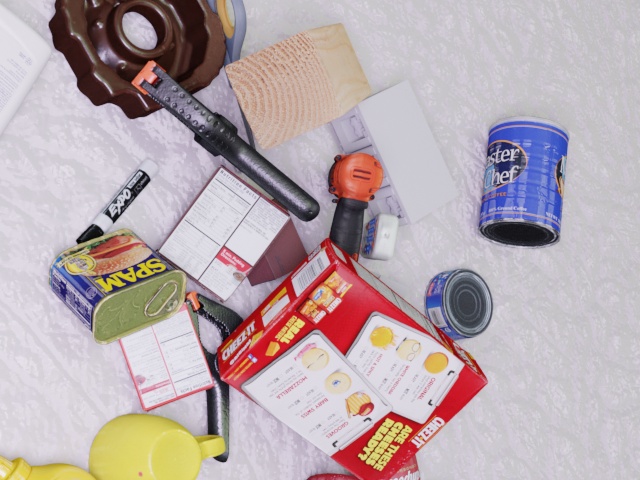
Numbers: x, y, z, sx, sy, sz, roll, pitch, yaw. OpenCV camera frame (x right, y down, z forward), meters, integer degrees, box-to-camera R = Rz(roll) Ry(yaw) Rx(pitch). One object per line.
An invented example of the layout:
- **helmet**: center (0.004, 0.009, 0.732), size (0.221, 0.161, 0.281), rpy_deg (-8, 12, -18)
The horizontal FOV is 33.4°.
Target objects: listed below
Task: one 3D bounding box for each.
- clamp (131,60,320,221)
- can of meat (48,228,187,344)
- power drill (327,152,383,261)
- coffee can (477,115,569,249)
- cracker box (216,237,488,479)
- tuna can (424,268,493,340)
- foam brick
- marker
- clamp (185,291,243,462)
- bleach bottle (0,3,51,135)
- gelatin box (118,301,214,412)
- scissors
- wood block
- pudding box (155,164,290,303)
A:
- **clamp**: center (-0.103, -0.104, 1.050), size (0.209, 0.165, 0.036), rpy_deg (39, 89, -29)
- **can of meat**: center (-0.190, 0.040, 0.997), size (0.101, 0.084, 0.057), rpy_deg (-22, 137, -38)
- **power drill**: center (0.022, -0.001, 1.143), size (0.057, 0.184, 0.187), rpy_deg (9, 90, -2)
- **coffee can**: center (0.256, -0.072, 1.341), size (0.102, 0.103, 0.140), rpy_deg (20, 69, -31)
- **cracker box**: center (0.030, 0.123, 1.054), size (0.213, 0.072, 0.164), rpy_deg (39, 103, -22)
- **tuna can**: center (0.168, 0.077, 1.289), size (0.086, 0.034, 0.086), rpy_deg (8, 76, -35)
- **foam brick**: center (-0.057, 0.001, 1.130), size (0.052, 0.051, 0.078), rpy_deg (-27, 96, -36)
- **marker**: center (-0.200, -0.033, 1.053), size (0.020, 0.020, 0.121), rpy_deg (47, 57, -19)
- **clamp**: center (-0.101, 0.134, 1.079), size (0.120, 0.039, 0.171), rpy_deg (-43, 100, -33)
- **bleach bottle**: center (-0.341, -0.098, 0.938), size (0.102, 0.068, 0.250), rpy_deg (38, 63, -24)
- **gelatin box**: center (-0.151, 0.112, 1.034), size (0.073, 0.030, 0.089), rpy_deg (-20, 92, -9)
- **scissors**: center (-0.085, -0.183, 1.127), size (0.016, 0.096, 0.202), rpy_deg (-21, 90, -28)
- **wood block**: center (-0.016, -0.164, 1.103), size (0.090, 0.091, 0.206), rpy_deg (65, 15, -8)
- **pudding box**: center (-0.098, -0.006, 1.070), size (0.090, 0.039, 0.113), rpy_deg (37, 86, -6)
